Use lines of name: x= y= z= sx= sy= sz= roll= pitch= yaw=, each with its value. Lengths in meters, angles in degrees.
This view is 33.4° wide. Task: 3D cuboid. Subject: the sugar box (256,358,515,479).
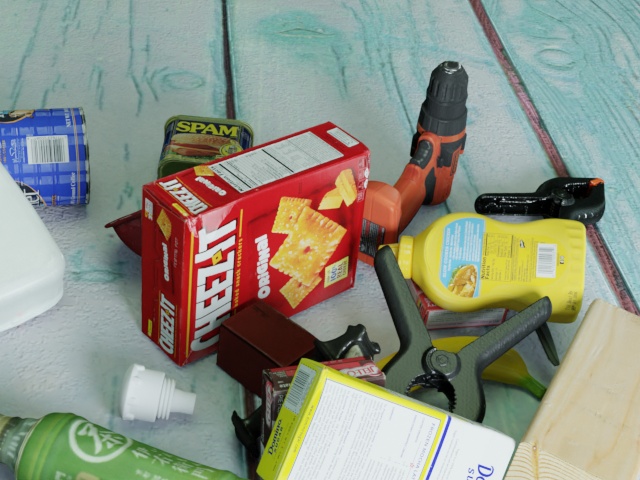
sugar box: x=0.051 y=0.160 z=0.790 sx=0.176 sy=0.093 sz=0.048 roll=24 pitch=-3 yaw=-24

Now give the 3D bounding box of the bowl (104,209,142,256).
bowl: x=-0.125 y=-0.017 z=1.039 sx=0.162 sy=0.055 sz=0.162 roll=-19 pitch=3 yaw=1

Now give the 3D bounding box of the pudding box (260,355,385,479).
pudding box: x=0.000 y=0.149 z=0.829 sx=0.090 sy=0.113 sz=0.039 roll=-6 pitch=29 yaw=-17

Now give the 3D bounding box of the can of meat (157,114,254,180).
can of meat: x=-0.127 y=-0.089 z=1.175 sx=0.102 sy=0.057 sz=0.084 roll=5 pitch=39 yaw=-3

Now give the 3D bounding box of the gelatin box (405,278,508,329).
gelatin box: x=0.133 y=0.052 z=1.054 sx=0.089 sy=0.030 sz=0.073 roll=-3 pitch=38 yaw=-14

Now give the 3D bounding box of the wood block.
wood block: x=0.227 y=0.151 z=0.886 sx=0.090 sy=0.091 sz=0.205 roll=25 pitch=40 yaw=16

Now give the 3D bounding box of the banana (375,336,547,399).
banana: x=0.105 y=0.119 z=0.954 sx=0.197 sy=0.037 sz=0.070 roll=-5 pitch=38 yaw=-17

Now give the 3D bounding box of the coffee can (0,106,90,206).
coffee can: x=-0.312 y=-0.083 z=1.091 sx=0.140 sy=0.103 sz=0.103 roll=-4 pitch=38 yaw=-17

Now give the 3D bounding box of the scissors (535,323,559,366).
scissors: x=0.185 y=0.041 z=1.046 sx=0.096 sy=0.016 sz=0.201 roll=22 pitch=33 yaw=-7

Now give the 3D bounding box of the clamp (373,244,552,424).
clamp: x=0.093 y=0.103 z=0.917 sx=0.164 sy=0.036 sz=0.209 roll=23 pitch=59 yaw=10

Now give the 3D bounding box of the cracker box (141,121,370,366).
cracker box: x=-0.056 y=0.001 z=0.975 sx=0.213 sy=0.164 sz=0.072 roll=-23 pitch=45 yaw=-36

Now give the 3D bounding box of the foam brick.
foam brick: x=-0.046 y=0.099 z=0.939 sx=0.078 sy=0.051 sz=0.052 roll=32 pitch=42 yaw=29

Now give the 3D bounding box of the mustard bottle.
mustard bottle: x=0.149 y=0.022 z=1.007 sx=0.192 sy=0.058 sz=0.096 roll=5 pitch=71 yaw=8

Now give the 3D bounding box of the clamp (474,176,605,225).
clamp: x=0.255 y=-0.040 z=1.195 sx=0.120 sy=0.039 sz=0.171 roll=34 pitch=37 yaw=24

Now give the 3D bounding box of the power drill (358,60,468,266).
power drill: x=0.096 y=-0.073 z=1.104 sx=0.057 sy=0.184 sz=0.187 roll=24 pitch=49 yaw=21
